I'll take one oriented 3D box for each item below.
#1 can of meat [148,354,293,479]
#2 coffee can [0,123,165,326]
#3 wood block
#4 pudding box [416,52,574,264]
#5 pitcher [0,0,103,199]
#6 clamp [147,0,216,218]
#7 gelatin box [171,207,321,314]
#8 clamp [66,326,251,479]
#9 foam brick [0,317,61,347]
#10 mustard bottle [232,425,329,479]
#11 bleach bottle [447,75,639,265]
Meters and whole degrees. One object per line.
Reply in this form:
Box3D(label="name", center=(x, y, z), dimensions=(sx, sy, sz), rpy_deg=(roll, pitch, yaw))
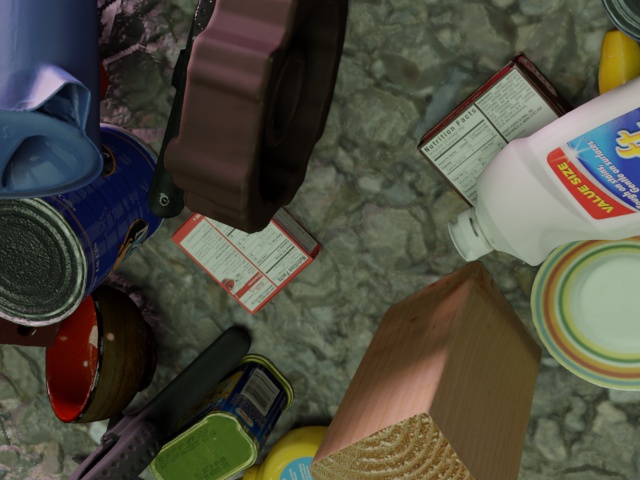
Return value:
Box3D(label="can of meat", center=(-0.080, 0.149, 0.848), dimensions=(0.102, 0.083, 0.057), rpy_deg=(-36, 99, 27))
Box3D(label="coffee can", center=(-0.183, -0.015, 0.773), dimensions=(0.103, 0.140, 0.103), rpy_deg=(7, 115, 14))
Box3D(label="wood block", center=(0.078, 0.109, 0.710), dimensions=(0.090, 0.205, 0.091), rpy_deg=(-31, 102, 27))
Box3D(label="pudding box", center=(0.135, -0.054, 0.714), dimensions=(0.090, 0.039, 0.113), rpy_deg=(-40, 96, 29))
Box3D(label="pitcher", center=(-0.207, -0.152, 0.664), dimensions=(0.149, 0.145, 0.243), rpy_deg=(-1, 71, -5))
Box3D(label="clamp", center=(-0.081, -0.100, 0.706), dimensions=(0.039, 0.120, 0.172), rpy_deg=(10, 126, -9))
Box3D(label="gelatin box", center=(-0.055, 0.001, 0.803), dimensions=(0.089, 0.030, 0.073), rpy_deg=(44, 117, -5))
Box3D(label="clamp", center=(-0.135, 0.145, 0.802), dimensions=(0.165, 0.209, 0.036), rpy_deg=(-39, 97, 21))
Box3D(label="foam brick", center=(-0.233, 0.039, 0.846), dimensions=(0.052, 0.051, 0.078), rpy_deg=(8, 113, -32))
Box3D(label="mustard bottle", center=(0.013, 0.192, 0.852), dimensions=(0.192, 0.058, 0.096), rpy_deg=(-11, 116, 21))
Box3D(label="bleach bottle", center=(0.197, -0.045, 0.638), dimensions=(0.251, 0.068, 0.102), rpy_deg=(-26, 93, 19))
